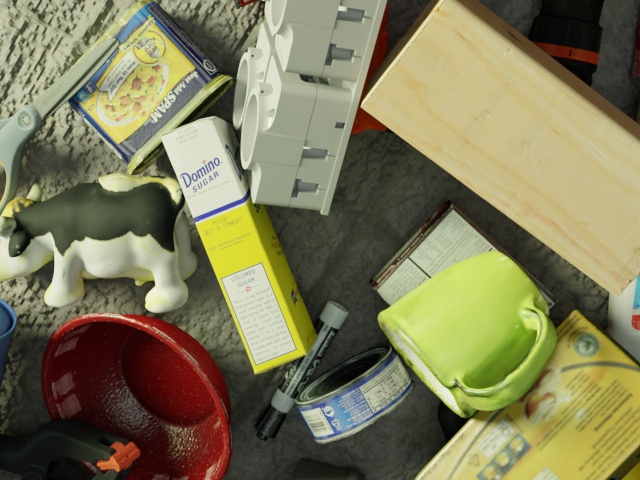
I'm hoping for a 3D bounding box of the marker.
[{"bbox_3d":[-0.016,0.102,0.820,0.020,0.020,0.121,30,97,-3],"label":"marker"}]

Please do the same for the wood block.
[{"bbox_3d":[0.138,-0.069,0.698,0.206,0.090,0.090,36,110,-7],"label":"wood block"}]

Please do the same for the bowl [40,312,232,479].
[{"bbox_3d":[-0.125,0.114,0.788,0.162,0.055,0.162,11,118,21],"label":"bowl"}]

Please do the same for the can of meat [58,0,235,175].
[{"bbox_3d":[-0.128,-0.112,0.776,0.102,0.057,0.084,-43,92,6],"label":"can of meat"}]

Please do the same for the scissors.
[{"bbox_3d":[-0.226,-0.095,0.771,0.096,0.016,0.202,42,116,6],"label":"scissors"}]

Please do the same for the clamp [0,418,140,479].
[{"bbox_3d":[-0.213,0.170,0.804,0.172,0.039,0.120,-30,98,27],"label":"clamp"}]

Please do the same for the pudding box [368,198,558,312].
[{"bbox_3d":[0.107,0.039,0.800,0.113,0.039,0.090,42,96,-6],"label":"pudding box"}]

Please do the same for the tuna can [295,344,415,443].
[{"bbox_3d":[0.025,0.112,0.787,0.086,0.086,0.034,-29,94,5],"label":"tuna can"}]

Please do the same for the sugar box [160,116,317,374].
[{"bbox_3d":[-0.055,0.001,0.762,0.048,0.093,0.176,-19,91,4],"label":"sugar box"}]
